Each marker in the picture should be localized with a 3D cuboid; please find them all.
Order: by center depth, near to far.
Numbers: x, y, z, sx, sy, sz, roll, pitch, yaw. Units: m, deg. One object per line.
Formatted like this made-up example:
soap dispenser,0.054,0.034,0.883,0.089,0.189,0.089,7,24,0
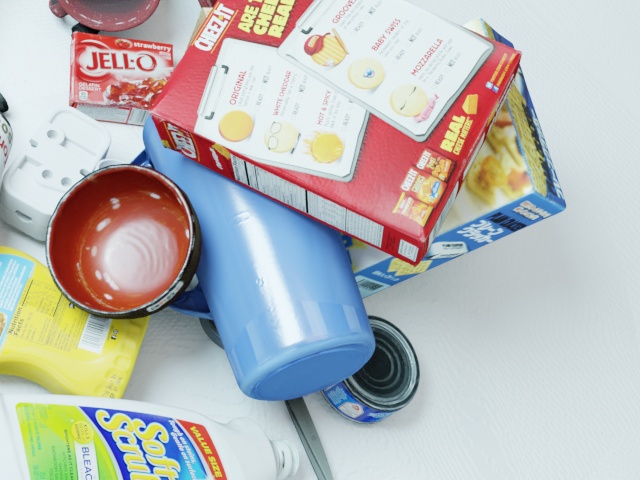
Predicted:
marker,-0.181,-0.213,0.967,0.020,0.020,0.121,42,57,2

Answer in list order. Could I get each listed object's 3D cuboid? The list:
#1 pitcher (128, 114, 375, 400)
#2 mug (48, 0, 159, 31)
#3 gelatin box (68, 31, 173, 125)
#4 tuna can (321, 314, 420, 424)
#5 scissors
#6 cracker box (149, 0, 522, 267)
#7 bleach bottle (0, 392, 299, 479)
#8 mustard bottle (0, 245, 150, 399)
pitcher,-0.055,0.001,0.838,0.144,0.149,0.243,-3,61,-35
mug,-0.189,-0.235,0.922,0.093,0.117,0.081,42,28,-32
gelatin box,-0.173,-0.140,0.927,0.089,0.030,0.073,5,63,-20
tuna can,0.039,0.105,0.878,0.086,0.034,0.086,16,56,-26
scissors,-0.045,0.112,0.859,0.096,0.016,0.202,1,64,-20
cracker box,0.012,-0.100,0.769,0.214,0.072,0.164,25,72,10
bleach bottle,-0.126,0.154,0.757,0.250,0.068,0.102,5,55,-37
mustard bottle,-0.228,0.055,0.788,0.191,0.058,0.096,21,59,-11
